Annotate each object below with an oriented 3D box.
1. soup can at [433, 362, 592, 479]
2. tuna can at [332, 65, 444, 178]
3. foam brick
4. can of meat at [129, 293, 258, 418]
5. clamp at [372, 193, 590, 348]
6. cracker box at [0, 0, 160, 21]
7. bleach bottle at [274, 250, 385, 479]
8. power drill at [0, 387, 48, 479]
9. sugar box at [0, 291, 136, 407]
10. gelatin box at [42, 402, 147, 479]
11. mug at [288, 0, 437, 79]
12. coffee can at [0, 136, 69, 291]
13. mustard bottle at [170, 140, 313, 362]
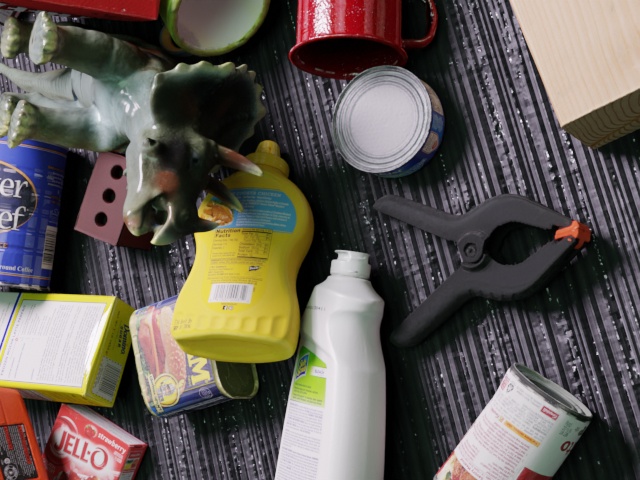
[{"bbox_3d":[0.135,0.146,0.752,0.069,0.068,0.102,37,100,27],"label":"soup can"},{"bbox_3d":[0.054,-0.093,0.846,0.086,0.033,0.086,-4,81,28],"label":"tuna can"},{"bbox_3d":[-0.173,-0.036,0.952,0.053,0.051,0.078,20,93,29],"label":"foam brick"},{"bbox_3d":[-0.108,0.093,0.897,0.084,0.057,0.102,-21,73,28],"label":"can of meat"},{"bbox_3d":[0.115,0.020,0.797,0.172,0.039,0.120,-4,88,35],"label":"clamp"},{"bbox_3d":[-0.241,-0.228,0.898,0.214,0.164,0.072,23,107,63],"label":"cracker box"},{"bbox_3d":[0.014,0.133,0.811,0.103,0.068,0.251,-1,80,58],"label":"bleach bottle"},{"bbox_3d":[-0.330,0.204,0.956,0.188,0.057,0.184,-36,69,33],"label":"power drill"},{"bbox_3d":[-0.256,0.097,0.973,0.176,0.048,0.093,0,65,31],"label":"sugar box"},{"bbox_3d":[-0.206,0.195,0.951,0.089,0.030,0.073,25,95,28],"label":"gelatin box"},{"bbox_3d":[0.035,-0.181,0.845,0.117,0.093,0.081,2,78,-2],"label":"mug"},{"bbox_3d":[-0.293,-0.028,0.986,0.103,0.102,0.140,4,86,29],"label":"coffee can"},{"bbox_3d":[-0.056,0.001,0.857,0.096,0.058,0.191,0,59,14],"label":"mustard bottle"}]
